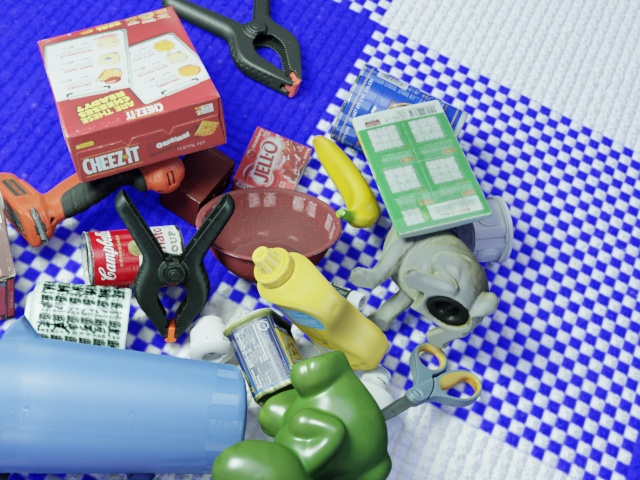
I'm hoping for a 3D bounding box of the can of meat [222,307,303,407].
[{"bbox_3d":[-0.050,0.126,1.104,0.057,0.102,0.084,-28,68,6],"label":"can of meat"}]

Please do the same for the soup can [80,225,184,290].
[{"bbox_3d":[-0.202,0.020,1.150,0.102,0.069,0.068,-5,60,-19],"label":"soup can"}]

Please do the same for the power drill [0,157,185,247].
[{"bbox_3d":[-0.267,-0.079,1.182,0.187,0.057,0.185,-31,42,-22],"label":"power drill"}]

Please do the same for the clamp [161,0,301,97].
[{"bbox_3d":[-0.099,-0.267,1.383,0.164,0.036,0.210,-19,65,-26],"label":"clamp"}]

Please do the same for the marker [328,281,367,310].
[{"bbox_3d":[-0.003,0.050,1.186,0.121,0.020,0.020,20,50,32],"label":"marker"}]

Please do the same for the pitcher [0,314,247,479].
[{"bbox_3d":[-0.199,0.174,1.026,0.242,0.149,0.145,7,41,-15],"label":"pitcher"}]

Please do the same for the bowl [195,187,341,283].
[{"bbox_3d":[-0.058,0.001,1.188,0.162,0.055,0.162,2,31,-2],"label":"bowl"}]

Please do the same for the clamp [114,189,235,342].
[{"bbox_3d":[-0.143,0.023,1.108,0.120,0.171,0.039,-4,25,0],"label":"clamp"}]

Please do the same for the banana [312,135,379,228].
[{"bbox_3d":[0.034,-0.064,1.257,0.069,0.037,0.198,46,12,-29],"label":"banana"}]

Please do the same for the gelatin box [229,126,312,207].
[{"bbox_3d":[-0.059,-0.086,1.280,0.073,0.030,0.089,22,55,0],"label":"gelatin box"}]

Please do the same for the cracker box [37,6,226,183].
[{"bbox_3d":[-0.211,-0.165,1.177,0.164,0.072,0.214,-17,43,-11],"label":"cracker box"}]

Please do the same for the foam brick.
[{"bbox_3d":[-0.142,-0.066,1.232,0.051,0.053,0.078,32,56,7],"label":"foam brick"}]

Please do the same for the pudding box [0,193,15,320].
[{"bbox_3d":[-0.342,0.015,1.102,0.039,0.090,0.113,-6,59,-21],"label":"pudding box"}]

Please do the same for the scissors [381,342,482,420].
[{"bbox_3d":[0.094,0.151,1.137,0.201,0.016,0.096,0,43,-42],"label":"scissors"}]

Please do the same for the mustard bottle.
[{"bbox_3d":[-0.011,0.064,1.096,0.096,0.191,0.058,23,73,45],"label":"mustard bottle"}]

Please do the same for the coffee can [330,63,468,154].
[{"bbox_3d":[0.096,-0.141,1.314,0.140,0.103,0.102,26,55,2],"label":"coffee can"}]
